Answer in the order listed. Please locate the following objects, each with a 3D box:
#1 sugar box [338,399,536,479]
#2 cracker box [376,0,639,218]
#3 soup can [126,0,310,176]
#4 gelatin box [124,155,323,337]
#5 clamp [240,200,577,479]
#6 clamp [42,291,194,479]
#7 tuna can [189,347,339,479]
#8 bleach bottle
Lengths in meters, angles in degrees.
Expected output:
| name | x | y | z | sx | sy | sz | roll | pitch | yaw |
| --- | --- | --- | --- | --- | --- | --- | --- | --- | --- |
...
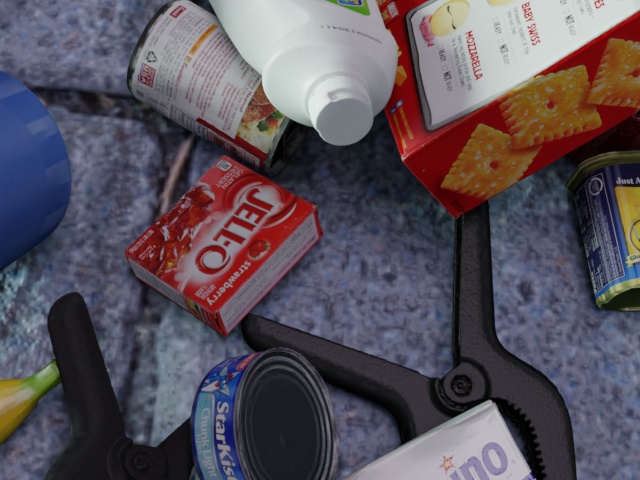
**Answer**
| name | x | y | z | sx | sy | sz | roll | pitch | yaw |
| --- | --- | --- | --- | --- | --- | --- | --- | --- | --- |
| sugar box | 0.087 | 0.178 | 0.528 | 0.093 | 0.048 | 0.176 | -28 | 80 | -1 |
| cracker box | 0.131 | -0.134 | 0.601 | 0.214 | 0.072 | 0.164 | -31 | 44 | 18 |
| soup can | -0.056 | -0.092 | 0.639 | 0.102 | 0.068 | 0.068 | 30 | 66 | 7 |
| gelatin box | -0.054 | 0.001 | 0.606 | 0.073 | 0.030 | 0.089 | 31 | 64 | 29 |
| clamp | 0.080 | 0.074 | 0.595 | 0.164 | 0.036 | 0.210 | -39 | 76 | -11 |
| clamp | -0.102 | 0.106 | 0.526 | 0.120 | 0.039 | 0.171 | 28 | 45 | -11 |
| tuna can | -0.028 | 0.100 | 0.548 | 0.034 | 0.086 | 0.086 | -15 | 61 | 32 |
| bleach bottle | -0.020 | -0.137 | 0.605 | 0.102 | 0.068 | 0.251 | 5 | 38 | -18 |
